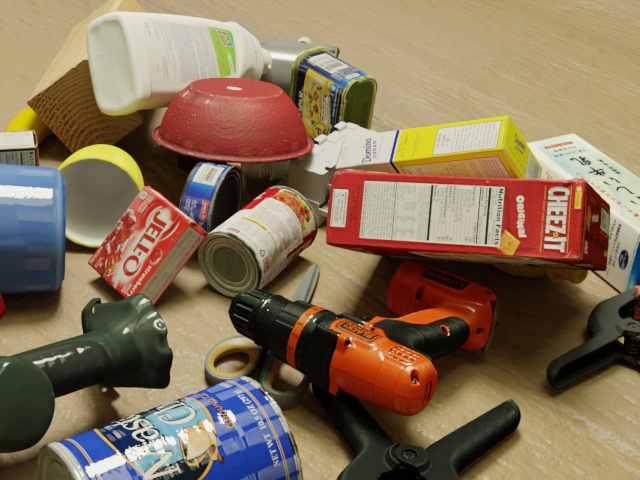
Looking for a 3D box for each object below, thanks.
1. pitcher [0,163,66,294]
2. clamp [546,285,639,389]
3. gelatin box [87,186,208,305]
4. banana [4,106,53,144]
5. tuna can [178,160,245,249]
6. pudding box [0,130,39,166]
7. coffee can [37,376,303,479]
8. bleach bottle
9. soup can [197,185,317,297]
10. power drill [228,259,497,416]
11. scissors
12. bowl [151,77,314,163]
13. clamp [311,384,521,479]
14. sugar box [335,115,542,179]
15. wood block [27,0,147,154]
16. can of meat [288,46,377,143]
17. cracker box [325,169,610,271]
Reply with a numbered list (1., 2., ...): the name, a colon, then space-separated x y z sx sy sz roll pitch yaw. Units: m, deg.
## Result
1. pitcher: -0.337 -0.001 0.890 0.242 0.149 0.145 0 11 -15
2. clamp: 0.274 0.093 0.908 0.120 0.039 0.171 22 35 21
3. gelatin box: -0.152 0.006 0.936 0.073 0.089 0.030 36 -1 37
4. banana: -0.302 -0.102 1.124 0.069 0.037 0.197 7 32 2
5. tuna can: -0.101 -0.032 1.000 0.034 0.086 0.086 13 33 14
6. pudding box: -0.319 -0.053 0.995 0.113 0.090 0.039 -6 35 -18
7. coffee can: -0.096 0.157 0.688 0.140 0.103 0.103 -16 39 -31
8. bleach bottle: -0.134 -0.186 1.138 0.068 0.102 0.250 -10 0 34
9. soup can: -0.056 0.001 0.973 0.069 0.068 0.102 21 36 22
10. power drill: 0.044 0.068 0.864 0.185 0.057 0.187 24 26 31
11. scissors: -0.046 0.072 0.911 0.096 0.016 0.201 2 30 -2
12. bowl: -0.084 -0.124 1.049 0.162 0.055 0.162 4 20 -2
13. clamp: 0.071 0.164 0.765 0.164 0.036 0.210 5 29 0
14. sugar box: 0.113 -0.069 1.026 0.177 0.093 0.048 -1 59 33
15. wood block: -0.239 -0.186 1.187 0.090 0.090 0.206 -31 26 20
16. can of meat: 0.013 -0.154 1.198 0.057 0.102 0.084 -23 44 -38
17. cracker box: 0.132 -0.017 0.926 0.214 0.072 0.164 3 -3 22
